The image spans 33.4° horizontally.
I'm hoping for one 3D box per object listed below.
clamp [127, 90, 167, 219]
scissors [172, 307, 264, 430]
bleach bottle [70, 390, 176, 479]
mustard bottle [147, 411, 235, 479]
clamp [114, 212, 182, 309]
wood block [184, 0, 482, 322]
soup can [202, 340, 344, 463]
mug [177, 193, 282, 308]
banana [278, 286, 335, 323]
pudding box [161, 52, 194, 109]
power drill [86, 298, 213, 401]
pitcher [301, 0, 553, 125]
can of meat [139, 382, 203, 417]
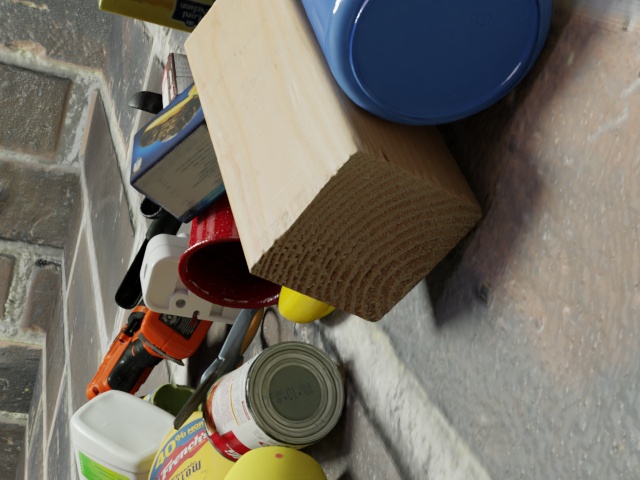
[{"bbox_3d":[-0.115,-0.109,0.969,0.171,0.039,0.120,-50,-28,-40],"label":"clamp"},{"bbox_3d":[-0.082,0.115,0.808,0.201,0.016,0.096,-60,-11,-59],"label":"scissors"},{"bbox_3d":[-0.167,0.260,0.973,0.103,0.068,0.251,21,127,30],"label":"bleach bottle"},{"bbox_3d":[-0.089,0.180,0.815,0.096,0.058,0.192,-41,17,4],"label":"mustard bottle"},{"bbox_3d":[-0.145,-0.033,1.074,0.165,0.036,0.209,-51,13,50],"label":"clamp"},{"bbox_3d":[-0.001,-0.067,0.599,0.090,0.090,0.206,-48,39,25],"label":"wood block"},{"bbox_3d":[-0.032,0.109,0.706,0.102,0.068,0.068,140,138,-62],"label":"soup can"},{"bbox_3d":[-0.055,0.001,0.828,0.117,0.093,0.081,66,-159,-50],"label":"mug"},{"bbox_3d":[0.008,0.005,0.691,0.198,0.037,0.069,126,150,-52],"label":"banana"},{"bbox_3d":[-0.072,-0.113,0.881,0.090,0.113,0.039,-106,30,-56],"label":"pudding box"},{"bbox_3d":[-0.150,0.076,1.054,0.188,0.057,0.184,-40,19,57],"label":"power drill"},{"bbox_3d":[0.033,-0.179,0.564,0.145,0.149,0.243,-56,31,33],"label":"pitcher"},{"bbox_3d":[-0.154,0.195,1.045,0.084,0.057,0.102,140,137,-60],"label":"can of meat"}]
